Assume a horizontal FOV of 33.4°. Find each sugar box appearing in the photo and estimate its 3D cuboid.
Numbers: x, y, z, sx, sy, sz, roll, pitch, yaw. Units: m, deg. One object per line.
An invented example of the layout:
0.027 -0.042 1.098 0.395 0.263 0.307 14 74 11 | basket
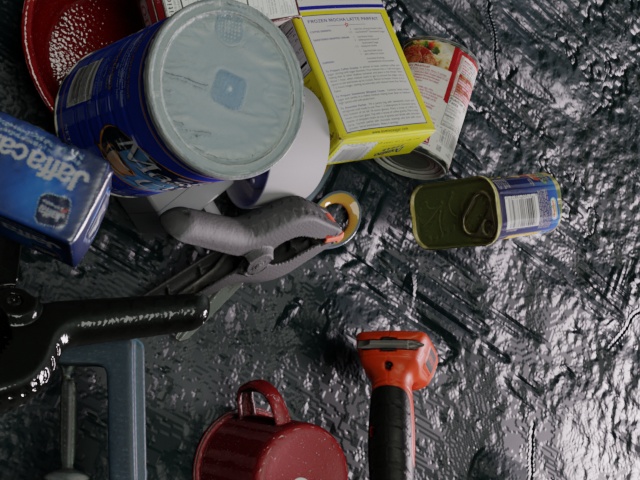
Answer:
0.014 -0.149 0.829 0.093 0.048 0.176 -10 70 -35 | sugar box

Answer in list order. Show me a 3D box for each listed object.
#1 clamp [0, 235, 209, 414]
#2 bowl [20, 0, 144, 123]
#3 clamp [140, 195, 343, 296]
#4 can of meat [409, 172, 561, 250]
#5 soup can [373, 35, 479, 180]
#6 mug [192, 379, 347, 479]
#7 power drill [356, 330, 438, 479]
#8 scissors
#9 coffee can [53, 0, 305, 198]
-0.172 0.049 0.633 0.164 0.036 0.209 27 37 8 | clamp
-0.139 -0.133 0.746 0.161 0.055 0.162 3 85 -35 | bowl
-0.055 0.001 0.753 0.171 0.120 0.039 -23 69 -29 | clamp
0.141 -0.026 0.906 0.083 0.102 0.057 -7 90 -37 | can of meat
0.087 -0.110 0.894 0.068 0.069 0.102 27 72 -30 | soup can
-0.035 0.159 0.781 0.093 0.082 0.117 -8 91 -35 | mug
0.063 0.173 0.831 0.184 0.057 0.187 59 31 -68 | power drill
-0.031 0.014 0.835 0.096 0.016 0.201 38 67 -27 | scissors
-0.090 -0.082 0.656 0.102 0.141 0.103 2 86 -35 | coffee can
